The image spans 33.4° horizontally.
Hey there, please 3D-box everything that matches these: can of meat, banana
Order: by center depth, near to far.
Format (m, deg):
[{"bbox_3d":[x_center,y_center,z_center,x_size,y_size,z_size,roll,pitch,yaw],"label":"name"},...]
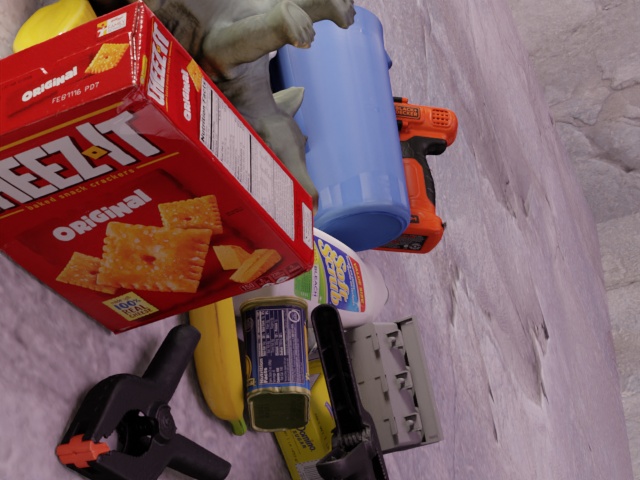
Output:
[{"bbox_3d":[-0.089,0.060,0.872,0.070,0.037,0.198,110,-27,-75],"label":"banana"},{"bbox_3d":[-0.036,0.106,0.896,0.102,0.057,0.084,91,-5,-62],"label":"can of meat"}]

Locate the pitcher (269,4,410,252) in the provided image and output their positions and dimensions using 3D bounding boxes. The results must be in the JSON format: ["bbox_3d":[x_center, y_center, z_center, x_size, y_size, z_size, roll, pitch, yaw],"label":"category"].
[{"bbox_3d":[0.011,-0.116,1.113,0.145,0.149,0.243,57,21,-63],"label":"pitcher"}]

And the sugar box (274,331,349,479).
[{"bbox_3d":[0.009,0.163,1.023,0.093,0.048,0.176,70,22,-12],"label":"sugar box"}]

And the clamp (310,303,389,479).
[{"bbox_3d":[0.028,0.179,0.916,0.164,0.036,0.210,-89,165,-48],"label":"clamp"}]

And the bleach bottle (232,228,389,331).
[{"bbox_3d":[-0.002,0.033,1.021,0.250,0.068,0.102,14,68,-59],"label":"bleach bottle"}]

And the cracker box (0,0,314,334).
[{"bbox_3d":[-0.122,-0.031,0.668,0.213,0.164,0.072,48,31,-50],"label":"cracker box"}]

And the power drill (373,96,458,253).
[{"bbox_3d":[0.068,-0.081,1.208,0.057,0.184,0.187,107,-13,-61],"label":"power drill"}]

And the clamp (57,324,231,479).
[{"bbox_3d":[-0.115,0.136,0.740,0.171,0.039,0.120,-29,98,-62],"label":"clamp"}]

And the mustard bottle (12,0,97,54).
[{"bbox_3d":[-0.149,-0.079,0.781,0.096,0.058,0.191,-102,166,-58],"label":"mustard bottle"}]
